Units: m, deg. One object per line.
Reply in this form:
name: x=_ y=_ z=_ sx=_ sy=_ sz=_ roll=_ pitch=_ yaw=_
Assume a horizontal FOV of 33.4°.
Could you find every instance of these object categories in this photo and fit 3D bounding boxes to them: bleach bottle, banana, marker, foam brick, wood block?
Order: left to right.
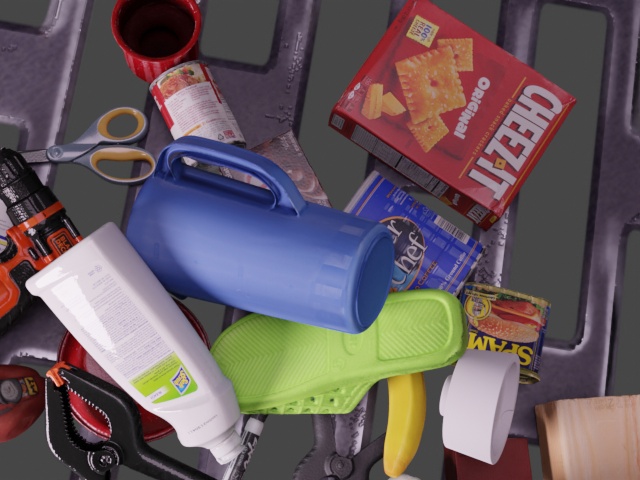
bleach bottle: x=-0.163 y=0.110 z=1.015 sx=0.103 sy=0.068 sz=0.251 roll=-33 pitch=97 yaw=21
marker: x=-0.077 y=0.213 z=1.087 sx=0.020 sy=0.020 sz=0.121 roll=23 pitch=77 yaw=1
banana: x=0.072 y=0.141 z=1.089 sx=0.069 sy=0.037 sz=0.198 roll=-21 pitch=60 yaw=5
foam brick: x=0.169 y=0.229 z=1.085 sx=0.078 sy=0.051 sz=0.053 roll=-2 pitch=77 yaw=-5
wood block: x=0.279 y=0.262 z=1.065 sx=0.090 sy=0.091 sz=0.206 roll=-3 pitch=78 yaw=-4

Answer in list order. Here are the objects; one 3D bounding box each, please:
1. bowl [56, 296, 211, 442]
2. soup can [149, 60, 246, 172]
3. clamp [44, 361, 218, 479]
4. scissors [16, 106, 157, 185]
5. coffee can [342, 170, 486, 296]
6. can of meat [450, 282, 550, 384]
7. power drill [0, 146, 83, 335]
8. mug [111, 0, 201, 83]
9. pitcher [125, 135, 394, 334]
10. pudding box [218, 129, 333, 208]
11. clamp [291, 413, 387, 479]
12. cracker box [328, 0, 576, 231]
bowl: x=-0.190 y=0.123 z=1.080 sx=0.162 sy=0.055 sz=0.162 roll=1 pitch=77 yaw=-4
soup can: x=-0.129 y=-0.130 z=1.133 sx=0.068 sy=0.068 sz=0.102 roll=-26 pitch=81 yaw=-9
clamp: x=-0.210 y=0.217 z=1.035 sx=0.164 sy=0.036 sz=0.210 roll=-37 pitch=95 yaw=5
scissors: x=-0.271 y=-0.109 z=1.145 sx=0.201 sy=0.016 sz=0.096 roll=11 pitch=76 yaw=-2
coffee can: x=0.084 y=0.009 z=1.100 sx=0.140 sy=0.103 sz=0.102 roll=35 pitch=77 yaw=4
can of meat: x=0.184 y=0.096 z=1.113 sx=0.102 sy=0.057 sz=0.084 roll=15 pitch=75 yaw=-1
power drill: x=-0.323 y=0.025 z=1.042 sx=0.187 sy=0.057 sz=0.184 roll=-36 pitch=99 yaw=-22
mug: x=-0.175 y=-0.228 z=1.143 sx=0.093 sy=0.081 sz=0.117 roll=-14 pitch=77 yaw=-7
pitcher: x=-0.057 y=0.001 z=1.028 sx=0.243 sy=0.149 sz=0.145 roll=14 pitch=78 yaw=23
pudding box: x=-0.046 y=-0.048 z=1.135 sx=0.090 sy=0.039 sz=0.113 roll=-26 pitch=81 yaw=-9
clamp: x=0.029 y=0.227 z=1.082 sx=0.120 sy=0.039 sz=0.171 roll=13 pitch=74 yaw=4
cracker box: x=0.141 y=-0.139 z=1.152 sx=0.214 sy=0.072 sz=0.164 roll=34 pitch=78 yaw=3
